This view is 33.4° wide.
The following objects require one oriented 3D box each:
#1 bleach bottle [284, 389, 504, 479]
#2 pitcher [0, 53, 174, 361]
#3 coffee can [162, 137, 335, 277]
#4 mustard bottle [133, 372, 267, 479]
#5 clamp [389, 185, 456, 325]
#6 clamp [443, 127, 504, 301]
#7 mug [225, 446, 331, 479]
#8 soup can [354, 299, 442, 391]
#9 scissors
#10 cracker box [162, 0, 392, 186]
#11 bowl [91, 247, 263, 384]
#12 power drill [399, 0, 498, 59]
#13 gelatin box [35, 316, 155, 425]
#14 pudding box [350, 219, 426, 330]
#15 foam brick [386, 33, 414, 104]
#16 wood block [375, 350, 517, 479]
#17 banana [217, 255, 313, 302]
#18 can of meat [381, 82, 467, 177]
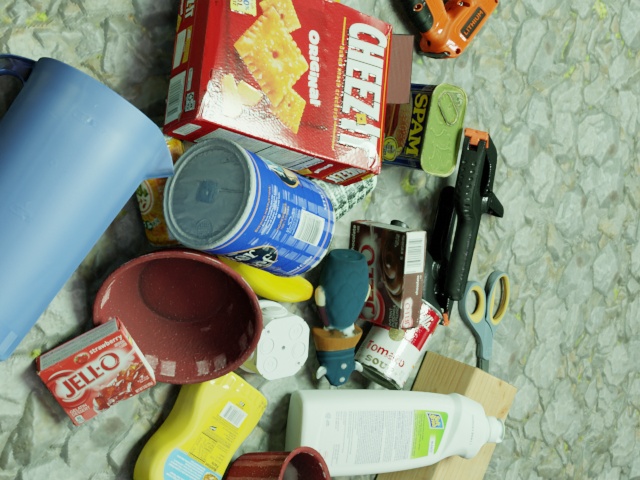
[{"bbox_3d":[0.089,0.222,1.215,0.250,0.068,0.102,4,98,-16],"label":"bleach bottle"},{"bbox_3d":[-0.255,-0.030,0.903,0.242,0.149,0.145,-58,144,-11],"label":"pitcher"},{"bbox_3d":[-0.065,-0.028,1.007,0.140,0.103,0.103,22,85,-54],"label":"coffee can"},{"bbox_3d":[-0.136,0.222,1.093,0.096,0.058,0.191,45,70,-43],"label":"mustard bottle"},{"bbox_3d":[0.127,0.028,1.282,0.120,0.039,0.171,-18,111,-38],"label":"clamp"},{"bbox_3d":[0.186,-0.053,1.260,0.164,0.036,0.210,-54,151,-43],"label":"clamp"},{"bbox_3d":[-0.054,0.264,1.110,0.117,0.082,0.093,-8,89,-55],"label":"mug"},{"bbox_3d":[0.089,0.117,1.252,0.068,0.069,0.102,43,71,-37],"label":"soup can"},{"bbox_3d":[0.202,0.136,1.387,0.096,0.016,0.202,12,92,-39],"label":"scissors"},{"bbox_3d":[-0.035,-0.159,1.029,0.213,0.072,0.164,14,75,-32],"label":"cracker box"},{"bbox_3d":[-0.135,0.062,1.029,0.162,0.055,0.162,-1,125,-1],"label":"bowl"},{"bbox_3d":[0.124,-0.312,1.194,0.184,0.057,0.187,-52,125,-14],"label":"power drill"},{"bbox_3d":[-0.211,0.124,1.004,0.089,0.030,0.073,-28,121,-3],"label":"gelatin box"},{"bbox_3d":[0.073,0.038,1.207,0.039,0.090,0.113,-1,99,-43],"label":"pudding box"},{"bbox_3d":[0.066,-0.189,1.174,0.051,0.053,0.078,-5,103,-39],"label":"foam brick"},{"bbox_3d":[0.150,0.254,1.320,0.090,0.091,0.206,28,82,-40],"label":"wood block"},{"bbox_3d":[-0.071,0.012,1.115,0.069,0.037,0.197,-48,126,-21],"label":"banana"},{"bbox_3d":[0.111,-0.128,1.205,0.057,0.084,0.102,6,96,-41],"label":"can of meat"}]
